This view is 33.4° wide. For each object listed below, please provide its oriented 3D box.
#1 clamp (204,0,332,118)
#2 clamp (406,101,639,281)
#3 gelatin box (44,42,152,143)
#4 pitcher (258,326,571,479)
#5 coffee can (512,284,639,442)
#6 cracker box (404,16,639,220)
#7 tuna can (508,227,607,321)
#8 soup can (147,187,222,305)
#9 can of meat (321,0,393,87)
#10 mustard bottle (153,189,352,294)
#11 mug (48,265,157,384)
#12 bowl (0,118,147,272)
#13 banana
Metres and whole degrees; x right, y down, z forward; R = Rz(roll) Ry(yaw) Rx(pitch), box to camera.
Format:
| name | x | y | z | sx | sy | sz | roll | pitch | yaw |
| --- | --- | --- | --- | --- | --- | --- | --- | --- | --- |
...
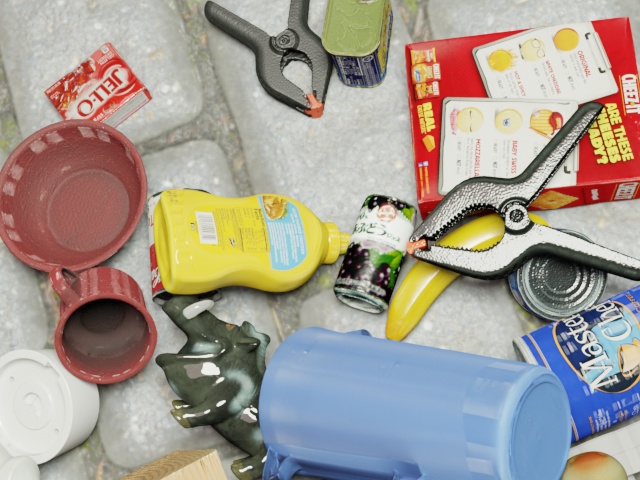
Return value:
| name | x | y | z | sx | sy | sz | roll | pitch | yaw |
| --- | --- | --- | --- | --- | --- | --- | --- | --- | --- |
| clamp | -0.048 | -0.201 | 1.102 | 0.120 | 0.039 | 0.171 | -18 | 72 | 6 |
| clamp | 0.182 | -0.012 | 0.942 | 0.210 | 0.036 | 0.164 | -23 | 75 | 8 |
| gelatin box | -0.234 | -0.154 | 1.127 | 0.089 | 0.030 | 0.073 | -39 | 71 | -2 |
| pitcher | 0.071 | 0.153 | 0.873 | 0.243 | 0.144 | 0.149 | 1 | 87 | 42 |
| coffee can | 0.252 | 0.105 | 0.925 | 0.140 | 0.102 | 0.103 | -24 | 71 | 2 |
| cracker box | 0.193 | -0.113 | 1.017 | 0.214 | 0.072 | 0.164 | -6 | 75 | 7 |
| tuna can | 0.217 | 0.031 | 0.975 | 0.086 | 0.034 | 0.086 | 0 | 92 | -1 |
| soup can | -0.133 | 0.007 | 1.041 | 0.068 | 0.068 | 0.102 | -8 | 72 | 7 |
| can of meat | 0.040 | -0.213 | 1.066 | 0.057 | 0.084 | 0.102 | 5 | 75 | 12 |
| mustard bottle | -0.057 | 0.001 | 1.002 | 0.191 | 0.058 | 0.096 | 0 | 59 | -24 |
| mug | -0.212 | 0.068 | 1.007 | 0.093 | 0.081 | 0.117 | -41 | 115 | 5 |
| bowl | -0.245 | -0.039 | 1.081 | 0.162 | 0.055 | 0.162 | -3 | 73 | 9 |
| banana | 0.138 | 0.022 | 1.005 | 0.198 | 0.037 | 0.070 | -28 | 71 | 1 |
